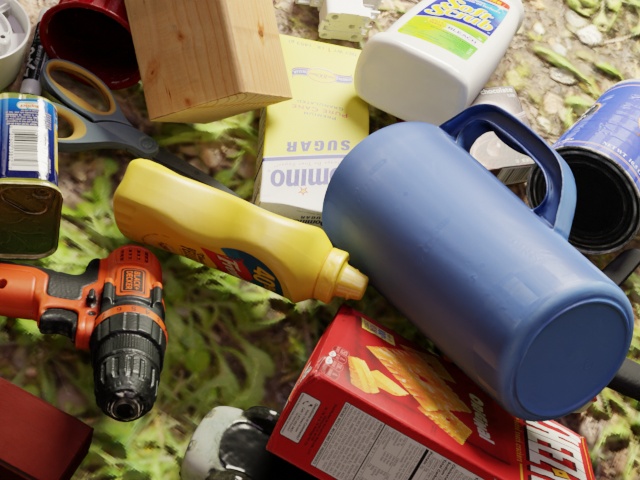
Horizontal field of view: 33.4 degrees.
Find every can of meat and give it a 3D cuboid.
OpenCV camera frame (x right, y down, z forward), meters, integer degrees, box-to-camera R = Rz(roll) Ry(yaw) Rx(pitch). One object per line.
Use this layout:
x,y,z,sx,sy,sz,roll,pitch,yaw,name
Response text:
-0.223,-0.047,0.793,0.057,0.102,0.084,1,58,-16,can of meat

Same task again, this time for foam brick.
-0.201,0.137,0.720,0.078,0.053,0.051,29,57,1,foam brick

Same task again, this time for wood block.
-0.099,-0.206,0.857,0.090,0.090,0.206,-10,88,-66,wood block

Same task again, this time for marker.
-0.238,-0.144,0.894,0.020,0.020,0.121,10,59,-10,marker

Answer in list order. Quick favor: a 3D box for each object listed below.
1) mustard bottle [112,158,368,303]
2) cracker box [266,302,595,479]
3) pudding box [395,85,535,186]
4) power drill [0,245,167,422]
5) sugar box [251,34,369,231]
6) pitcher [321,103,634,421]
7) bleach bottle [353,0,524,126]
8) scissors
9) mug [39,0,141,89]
-0.055,0.001,0.797,0.192,0.096,0.058,21,73,9,mustard bottle
0.083,0.138,0.738,0.213,0.072,0.164,28,15,3,cracker box
0.134,-0.091,0.956,0.113,0.039,0.090,-7,61,-20,pudding box
-0.198,0.056,0.728,0.187,0.057,0.184,7,25,-11,power drill
-0.006,-0.090,0.912,0.093,0.048,0.176,8,58,-11,sugar box
0.115,0.010,0.767,0.144,0.149,0.243,-15,34,-21,pitcher
0.122,-0.192,0.977,0.102,0.068,0.250,26,40,8,bleach bottle
-0.159,-0.070,0.863,0.202,0.016,0.096,42,50,4,scissors
-0.169,-0.181,0.901,0.117,0.093,0.081,36,48,-24,mug
